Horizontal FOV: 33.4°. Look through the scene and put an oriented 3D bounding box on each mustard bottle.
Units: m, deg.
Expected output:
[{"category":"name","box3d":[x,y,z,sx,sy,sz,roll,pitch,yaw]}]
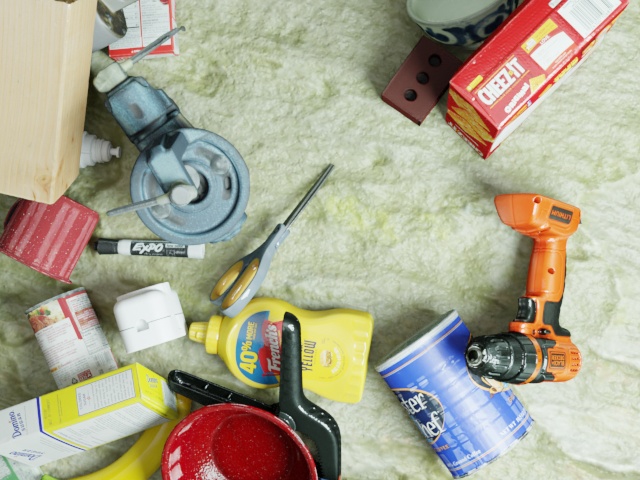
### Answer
[{"category":"mustard bottle","box3d":[-0.044,0.110,1.127,0.191,0.058,0.096,9,101,5]}]

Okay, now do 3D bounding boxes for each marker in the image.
[{"category":"marker","box3d":[-0.187,0.008,1.160,0.121,0.020,0.020,2,89,4]}]

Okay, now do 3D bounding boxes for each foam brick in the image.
[{"category":"foam brick","box3d":[0.107,-0.167,1.124,0.053,0.051,0.078,35,92,4]}]

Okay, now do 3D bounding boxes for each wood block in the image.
[{"category":"wood block","box3d":[-0.285,-0.154,1.062,0.091,0.090,0.206,12,115,1]}]

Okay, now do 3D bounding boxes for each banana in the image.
[{"category":"banana","box3d":[-0.205,0.229,1.145,0.198,0.037,0.069,-35,96,0]}]

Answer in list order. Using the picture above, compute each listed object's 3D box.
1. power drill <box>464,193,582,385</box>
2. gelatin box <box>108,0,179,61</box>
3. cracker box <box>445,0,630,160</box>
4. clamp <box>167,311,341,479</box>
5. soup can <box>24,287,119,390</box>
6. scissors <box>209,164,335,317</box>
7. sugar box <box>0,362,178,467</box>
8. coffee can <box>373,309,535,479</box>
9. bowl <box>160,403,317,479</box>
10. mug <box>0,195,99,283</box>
[{"category":"power drill","box3d":[0.204,0.050,1.063,0.057,0.184,0.187,1,84,39]},{"category":"gelatin box","box3d":[-0.194,-0.243,1.160,0.073,0.030,0.089,-4,89,6]},{"category":"cracker box","box3d":[0.199,-0.170,1.035,0.164,0.213,0.072,-45,85,2]},{"category":"clamp","box3d":[-0.036,0.176,1.103,0.165,0.036,0.210,-35,104,27]},{"category":"soup can","box3d":[-0.264,0.109,1.140,0.068,0.068,0.102,-24,88,3]},{"category":"scissors","box3d":[-0.057,0.001,1.144,0.016,0.096,0.201,43,61,-21]},{"category":"sugar box","box3d":[-0.245,0.182,1.105,0.176,0.093,0.048,-18,63,11]},{"category":"coffee can","box3d":[0.136,0.156,1.090,0.103,0.103,0.140,-36,87,3]},{"category":"bowl","box3d":[-0.076,0.227,1.078,0.162,0.055,0.162,4,108,11]},{"category":"mug","box3d":[-0.297,-0.014,1.142,0.117,0.093,0.081,24,85,41]}]
